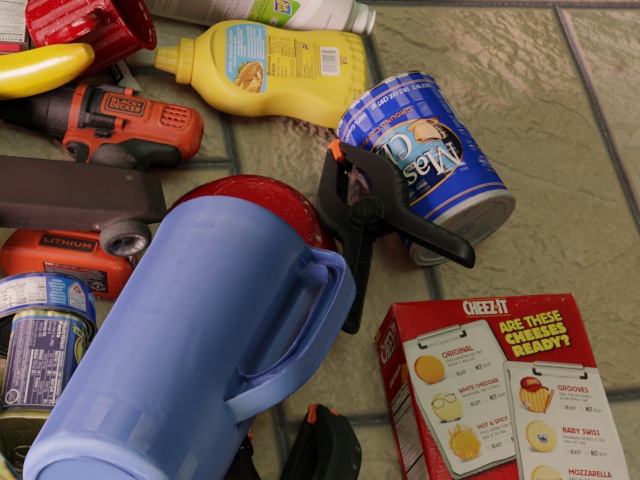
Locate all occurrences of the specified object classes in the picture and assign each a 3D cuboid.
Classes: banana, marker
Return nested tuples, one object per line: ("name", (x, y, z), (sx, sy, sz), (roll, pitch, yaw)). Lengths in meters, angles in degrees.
("banana", (-0.282, -0.138, 0.866), (0.197, 0.070, 0.037), (1, 71, -7))
("marker", (-0.196, -0.179, 0.983), (0.020, 0.020, 0.121), (-19, 66, -24))

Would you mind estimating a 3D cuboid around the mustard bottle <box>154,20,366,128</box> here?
("mustard bottle", (-0.056, -0.157, 0.983), (0.191, 0.058, 0.096), (5, 61, -12))

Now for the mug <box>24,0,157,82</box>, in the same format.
("mug", (-0.202, -0.185, 0.918), (0.081, 0.093, 0.117), (-25, 19, 12))

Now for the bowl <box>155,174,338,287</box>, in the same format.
("bowl", (-0.056, 0.001, 0.889), (0.162, 0.055, 0.162), (7, 58, -11))

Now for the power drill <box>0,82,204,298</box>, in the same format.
("power drill", (-0.201, -0.051, 0.881), (0.184, 0.057, 0.187), (9, 58, 0))

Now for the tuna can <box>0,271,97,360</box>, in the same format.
("tuna can", (-0.210, 0.058, 0.796), (0.086, 0.086, 0.034), (-2, 58, -16))

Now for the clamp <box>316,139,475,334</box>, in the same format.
("clamp", (0.036, -0.008, 0.865), (0.120, 0.039, 0.172), (-34, 52, 0))

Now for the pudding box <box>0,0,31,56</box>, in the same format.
("pudding box", (-0.299, -0.189, 0.934), (0.090, 0.039, 0.113), (2, 43, -13))

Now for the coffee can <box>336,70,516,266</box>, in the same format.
("coffee can", (0.091, -0.063, 0.937), (0.102, 0.103, 0.140), (-19, 66, -24))

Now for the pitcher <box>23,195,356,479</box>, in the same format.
("pitcher", (-0.084, 0.085, 0.703), (0.145, 0.149, 0.242), (29, 39, -3))

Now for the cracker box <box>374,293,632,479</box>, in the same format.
("cracker box", (0.145, 0.153, 0.839), (0.164, 0.072, 0.214), (-2, 59, -16))

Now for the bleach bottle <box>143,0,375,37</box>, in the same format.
("bleach bottle", (-0.072, -0.235, 1.014), (0.250, 0.103, 0.068), (13, 64, -14))

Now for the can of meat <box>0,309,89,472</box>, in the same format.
("can of meat", (-0.195, 0.109, 0.760), (0.057, 0.102, 0.084), (3, 56, -7))

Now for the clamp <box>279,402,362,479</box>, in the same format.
("clamp", (-0.014, 0.206, 0.751), (0.036, 0.165, 0.210), (30, 32, -16))
